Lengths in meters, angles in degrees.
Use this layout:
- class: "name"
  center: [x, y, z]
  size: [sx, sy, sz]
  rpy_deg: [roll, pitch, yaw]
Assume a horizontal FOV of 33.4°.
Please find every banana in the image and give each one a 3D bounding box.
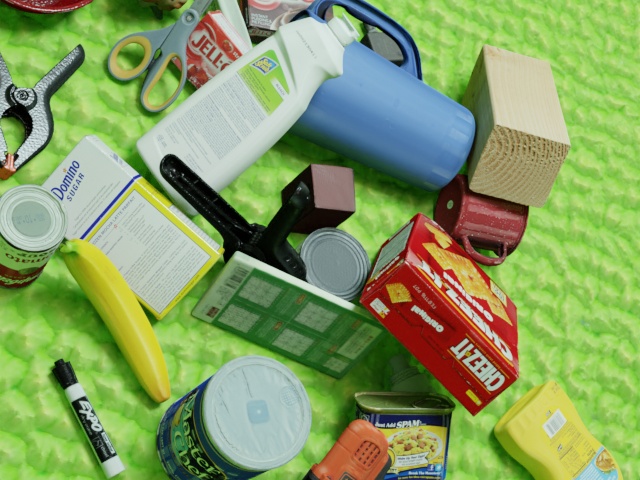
- class: "banana"
  center: [-0.197, 0.068, 1.014]
  size: [0.069, 0.037, 0.197]
  rpy_deg: [-90, 155, -59]

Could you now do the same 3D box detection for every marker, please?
- class: "marker"
  center: [-0.219, 0.166, 1.000]
  size: [0.020, 0.020, 0.121]
  rpy_deg: [-24, 82, -33]

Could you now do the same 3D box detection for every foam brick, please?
- class: "foam brick"
  center: [-0.002, -0.043, 1.166]
  size: [0.051, 0.078, 0.053]
  rpy_deg: [7, 66, -27]

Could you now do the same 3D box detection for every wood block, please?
- class: "wood block"
  center: [0.225, -0.138, 1.258]
  size: [0.090, 0.090, 0.206]
  rpy_deg: [14, 35, -6]

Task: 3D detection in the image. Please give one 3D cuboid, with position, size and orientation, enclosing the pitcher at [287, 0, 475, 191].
- class: "pitcher"
  center: [0.056, -0.160, 1.213]
  size: [0.242, 0.149, 0.145]
  rpy_deg: [24, 44, -20]

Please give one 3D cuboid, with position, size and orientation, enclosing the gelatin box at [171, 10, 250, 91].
- class: "gelatin box"
  center: [-0.114, -0.196, 1.175]
  size: [0.089, 0.073, 0.030]
  rpy_deg: [51, 27, 1]

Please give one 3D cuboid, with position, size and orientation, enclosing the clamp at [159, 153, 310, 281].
- class: "clamp"
  center: [-0.057, 0.001, 1.060]
  size: [0.036, 0.165, 0.210]
  rpy_deg: [-57, 140, -31]

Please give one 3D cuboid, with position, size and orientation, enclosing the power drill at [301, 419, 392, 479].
- class: "power drill"
  center: [0.049, 0.294, 1.038]
  size: [0.187, 0.057, 0.184]
  rpy_deg: [39, 86, -17]

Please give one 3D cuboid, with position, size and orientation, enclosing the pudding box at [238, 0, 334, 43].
- class: "pudding box"
  center: [-0.041, -0.275, 1.269]
  size: [0.113, 0.039, 0.090]
  rpy_deg: [6, 66, -25]

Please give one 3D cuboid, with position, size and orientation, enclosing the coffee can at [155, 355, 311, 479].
- class: "coffee can"
  center: [-0.083, 0.175, 0.993]
  size: [0.102, 0.141, 0.103]
  rpy_deg: [11, 65, -23]

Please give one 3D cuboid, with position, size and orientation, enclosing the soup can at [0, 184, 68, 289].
- class: "soup can"
  center: [-0.278, -0.003, 0.992]
  size: [0.068, 0.102, 0.068]
  rpy_deg: [11, 64, -23]

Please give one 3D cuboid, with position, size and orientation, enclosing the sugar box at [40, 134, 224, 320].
- class: "sugar box"
  center: [-0.191, -0.013, 1.052]
  size: [0.176, 0.048, 0.093]
  rpy_deg: [43, 97, -3]

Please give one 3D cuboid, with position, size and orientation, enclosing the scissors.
- class: "scissors"
  center: [-0.161, -0.238, 1.144]
  size: [0.096, 0.016, 0.202]
  rpy_deg: [22, 95, 1]

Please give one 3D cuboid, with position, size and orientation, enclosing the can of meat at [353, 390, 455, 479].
- class: "can of meat"
  center: [0.083, 0.203, 1.092]
  size: [0.102, 0.057, 0.084]
  rpy_deg: [2, 99, -12]

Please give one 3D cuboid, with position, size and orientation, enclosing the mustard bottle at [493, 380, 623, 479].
- class: "mustard bottle"
  center: [0.284, 0.258, 1.195]
  size: [0.096, 0.058, 0.191]
  rpy_deg: [-37, 88, -34]

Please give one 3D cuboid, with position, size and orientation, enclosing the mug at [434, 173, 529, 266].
- class: "mug"
  center: [0.186, -0.022, 1.246]
  size: [0.081, 0.093, 0.117]
  rpy_deg: [10, 57, -18]

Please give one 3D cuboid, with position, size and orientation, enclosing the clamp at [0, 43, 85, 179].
- class: "clamp"
  center: [-0.313, -0.148, 1.075]
  size: [0.120, 0.039, 0.171]
  rpy_deg: [19, 62, -17]

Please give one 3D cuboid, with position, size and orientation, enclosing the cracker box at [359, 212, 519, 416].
- class: "cracker box"
  center: [0.132, 0.068, 1.125]
  size: [0.164, 0.072, 0.213]
  rpy_deg: [45, 17, -4]

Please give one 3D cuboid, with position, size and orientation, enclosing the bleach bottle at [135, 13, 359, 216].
- class: "bleach bottle"
  center: [-0.064, -0.137, 1.091]
  size: [0.251, 0.068, 0.102]
  rpy_deg: [-36, 88, 10]

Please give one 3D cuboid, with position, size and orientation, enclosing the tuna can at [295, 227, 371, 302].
- class: "tuna can"
  center: [0.010, 0.031, 1.167]
  size: [0.086, 0.034, 0.086]
  rpy_deg: [10, 64, -23]
